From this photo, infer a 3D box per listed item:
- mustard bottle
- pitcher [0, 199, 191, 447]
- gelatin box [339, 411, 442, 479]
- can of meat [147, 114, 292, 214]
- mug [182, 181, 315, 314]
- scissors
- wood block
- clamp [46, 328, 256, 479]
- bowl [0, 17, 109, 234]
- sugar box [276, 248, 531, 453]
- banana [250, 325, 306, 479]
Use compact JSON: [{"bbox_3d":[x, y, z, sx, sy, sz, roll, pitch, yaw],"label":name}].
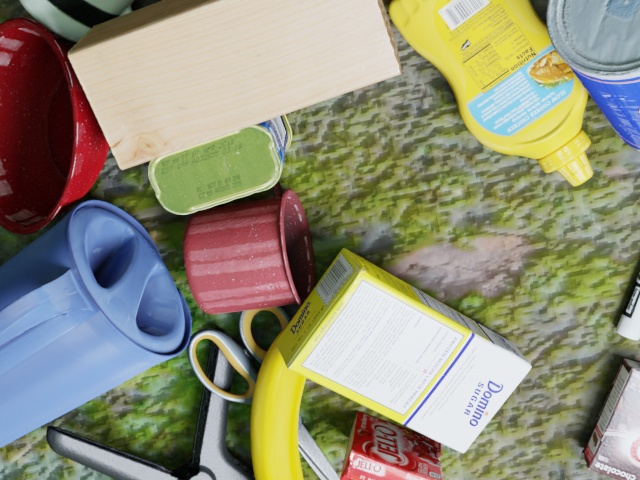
[{"bbox_3d":[0.140,-0.122,0.787,0.096,0.058,0.191,-35,95,12],"label":"mustard bottle"},{"bbox_3d":[-0.234,0.084,0.816,0.243,0.145,0.149,-32,130,18],"label":"pitcher"},{"bbox_3d":[0.057,0.171,0.834,0.073,0.089,0.030,19,102,3],"label":"gelatin box"},{"bbox_3d":[-0.075,-0.066,0.803,0.102,0.084,0.057,-18,111,9],"label":"can of meat"},{"bbox_3d":[-0.055,0.001,0.823,0.081,0.093,0.117,-9,68,12],"label":"mug"},{"bbox_3d":[-0.020,0.126,0.869,0.201,0.016,0.096,40,79,-18],"label":"scissors"},{"bbox_3d":[-0.056,-0.134,0.747,0.206,0.090,0.091,-18,112,9],"label":"wood block"},{"bbox_3d":[-0.115,0.196,0.864,0.164,0.036,0.210,-22,103,-16],"label":"clamp"},{"bbox_3d":[-0.208,-0.086,0.812,0.162,0.055,0.162,4,96,44],"label":"bowl"},{"bbox_3d":[0.065,0.086,0.807,0.176,0.048,0.093,29,104,-28],"label":"sugar box"},{"bbox_3d":[-0.023,0.144,0.838,0.069,0.037,0.198,9,92,-19],"label":"banana"}]
